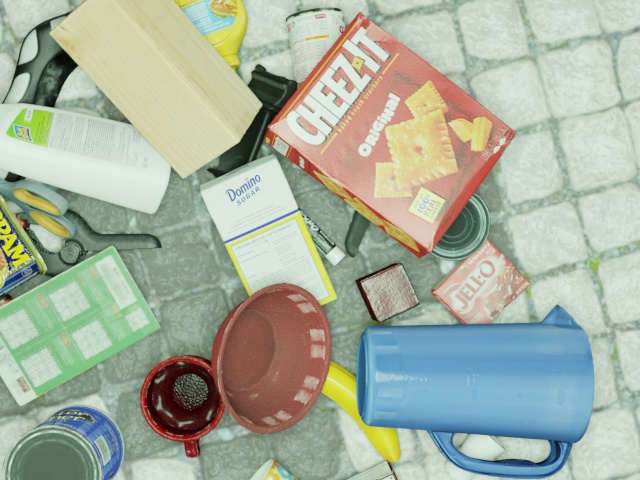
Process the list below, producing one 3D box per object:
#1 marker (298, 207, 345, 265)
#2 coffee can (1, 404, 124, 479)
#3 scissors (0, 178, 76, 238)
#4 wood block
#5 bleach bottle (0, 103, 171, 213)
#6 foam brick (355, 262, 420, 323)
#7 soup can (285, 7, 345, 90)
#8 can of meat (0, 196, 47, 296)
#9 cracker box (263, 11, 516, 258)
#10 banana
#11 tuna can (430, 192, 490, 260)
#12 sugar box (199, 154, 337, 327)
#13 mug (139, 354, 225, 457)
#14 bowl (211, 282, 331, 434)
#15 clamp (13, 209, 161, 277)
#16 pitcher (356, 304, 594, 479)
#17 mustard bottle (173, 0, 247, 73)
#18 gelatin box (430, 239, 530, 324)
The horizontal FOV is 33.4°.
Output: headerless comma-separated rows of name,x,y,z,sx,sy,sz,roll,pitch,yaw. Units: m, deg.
marker,-0.020,-0.020,1.223,0.020,0.020,0.121,-44,90,-1
coffee can,-0.276,0.240,1.159,0.103,0.140,0.103,0,90,-1
scissors,-0.346,-0.048,1.186,0.202,0.096,0.016,15,59,34
wood block,-0.170,-0.181,1.130,0.091,0.090,0.206,-29,112,33
bleach bottle,-0.288,-0.105,1.146,0.250,0.102,0.068,16,130,-18
foam brick,0.074,0.058,1.195,0.053,0.078,0.051,-25,90,-3
soup can,0.000,-0.203,1.200,0.068,0.068,0.102,-9,89,-1
can of meat,-0.361,0.013,1.157,0.083,0.058,0.102,-33,91,-22
cracker box,0.074,-0.110,1.128,0.213,0.072,0.164,38,80,-1
banana,0.017,0.178,1.216,0.198,0.037,0.070,30,109,1
tuna can,0.145,-0.021,1.189,0.086,0.034,0.086,0,97,-2
sugar box,-0.058,0.001,1.189,0.093,0.048,0.176,-23,104,-2
mug,-0.147,0.183,1.190,0.093,0.081,0.117,-10,90,-1
bowl,-0.063,0.123,1.147,0.161,0.055,0.162,-8,101,-43
clamp,-0.278,0.025,1.212,0.171,0.039,0.120,21,85,5
pitcher,0.164,0.161,1.157,0.242,0.149,0.145,2,132,-4
mustard bottle,-0.135,-0.261,1.203,0.096,0.058,0.191,-21,90,-2
gelatin box,0.182,0.054,1.218,0.089,0.030,0.073,-45,90,-1
